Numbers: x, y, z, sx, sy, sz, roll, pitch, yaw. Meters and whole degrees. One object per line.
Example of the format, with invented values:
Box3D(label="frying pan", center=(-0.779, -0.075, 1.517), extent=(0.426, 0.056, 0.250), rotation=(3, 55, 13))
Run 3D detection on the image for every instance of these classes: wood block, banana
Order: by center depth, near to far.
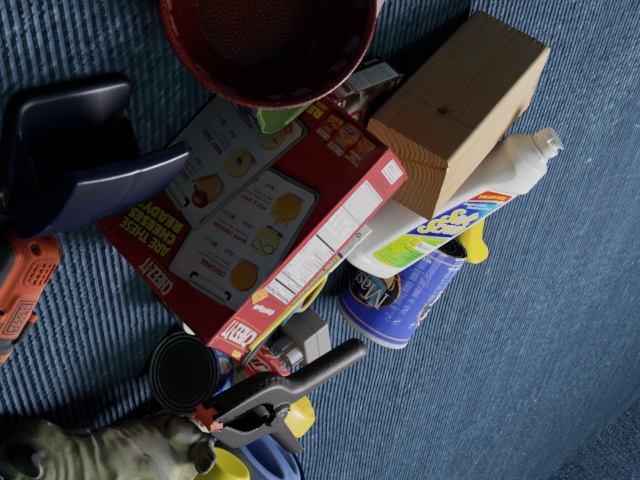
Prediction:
Box3D(label="wood block", center=(0.134, -0.129, 1.067), extent=(0.205, 0.091, 0.090), rotation=(-47, 161, -33))
Box3D(label="banana", center=(0.211, -0.015, 1.450), extent=(0.069, 0.037, 0.198), rotation=(-35, 151, -19))

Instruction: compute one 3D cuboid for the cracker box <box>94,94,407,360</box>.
Box3D(label="cracker box", center=(-0.058, -0.033, 0.895), extent=(0.214, 0.164, 0.072), rotation=(-47, 151, 1))

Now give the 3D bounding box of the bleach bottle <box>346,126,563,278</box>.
Box3D(label="bleach bottle", center=(0.143, -0.049, 1.154), extent=(0.251, 0.068, 0.102), rotation=(-32, 148, 24))

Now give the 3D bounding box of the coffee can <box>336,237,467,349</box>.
Box3D(label="coffee can", center=(0.098, 0.046, 1.297), extent=(0.102, 0.103, 0.140), rotation=(1, 127, -56))

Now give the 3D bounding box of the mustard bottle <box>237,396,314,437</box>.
Box3D(label="mustard bottle", center=(-0.081, 0.177, 1.224), extent=(0.058, 0.096, 0.191), rotation=(-49, 153, 5))

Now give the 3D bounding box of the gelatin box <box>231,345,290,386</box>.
Box3D(label="gelatin box", center=(-0.086, 0.127, 1.155), extent=(0.030, 0.089, 0.073), rotation=(-56, 152, 17))

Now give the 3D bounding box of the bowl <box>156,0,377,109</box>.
Box3D(label="bowl", center=(-0.043, -0.174, 0.784), extent=(0.162, 0.162, 0.055), rotation=(-41, -169, -11))

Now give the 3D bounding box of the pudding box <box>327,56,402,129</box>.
Box3D(label="pudding box", center=(0.024, -0.116, 1.039), extent=(0.089, 0.039, 0.114), rotation=(-27, 148, -34))

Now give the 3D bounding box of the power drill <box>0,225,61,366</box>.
Box3D(label="power drill", center=(-0.300, 0.063, 0.796), extent=(0.184, 0.057, 0.187), rotation=(-58, 154, 14))

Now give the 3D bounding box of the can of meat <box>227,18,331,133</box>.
Box3D(label="can of meat", center=(-0.039, -0.146, 0.856), extent=(0.102, 0.084, 0.057), rotation=(-42, 153, -8))

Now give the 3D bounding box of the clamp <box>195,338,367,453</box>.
Box3D(label="clamp", center=(-0.044, 0.167, 1.124), extent=(0.209, 0.036, 0.165), rotation=(10, 119, -55))

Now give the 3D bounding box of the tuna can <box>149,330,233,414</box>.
Box3D(label="tuna can", center=(-0.133, 0.137, 1.105), extent=(0.086, 0.086, 0.033), rotation=(-53, 154, 12))
